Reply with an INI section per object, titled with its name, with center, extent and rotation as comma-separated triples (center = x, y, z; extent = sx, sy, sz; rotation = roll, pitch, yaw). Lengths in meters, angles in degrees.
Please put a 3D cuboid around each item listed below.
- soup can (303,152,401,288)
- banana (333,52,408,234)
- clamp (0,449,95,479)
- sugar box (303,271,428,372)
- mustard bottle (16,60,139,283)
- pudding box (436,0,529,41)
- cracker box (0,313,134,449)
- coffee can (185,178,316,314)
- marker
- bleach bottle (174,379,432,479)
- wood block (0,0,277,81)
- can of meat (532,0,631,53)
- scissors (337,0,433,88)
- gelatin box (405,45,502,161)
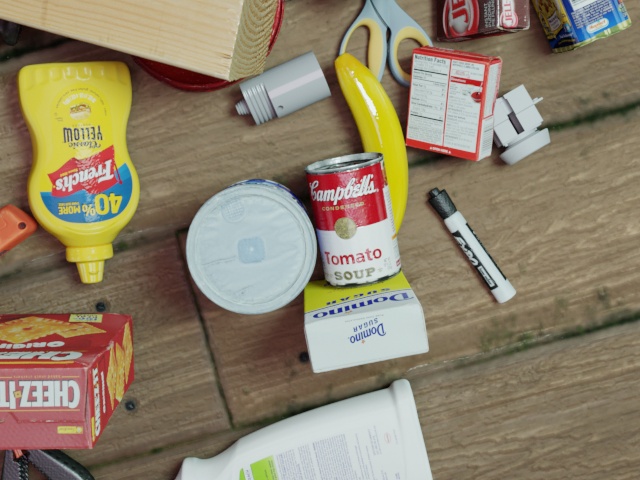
[soup can]
center = 0.028, -0.018, 0.904
extent = 0.068, 0.068, 0.102
rotation = -10, 102, 0
[banana]
center = 0.044, -0.065, 0.941
extent = 0.069, 0.037, 0.198
rotation = -1, 102, -12
[clamp]
center = -0.224, 0.269, 0.975
extent = 0.164, 0.036, 0.210
rotation = -17, 95, 1
[sugar box]
center = 0.033, 0.061, 0.891
extent = 0.093, 0.176, 0.048
rotation = -11, 96, 0
[mustard bottle]
center = -0.208, -0.058, 0.933
extent = 0.096, 0.058, 0.191
rotation = -6, 97, -20
[pudding box]
center = 0.136, -0.230, 0.908
extent = 0.039, 0.090, 0.113
rotation = -3, 94, -28
[cracker box]
center = -0.248, 0.109, 0.871
extent = 0.164, 0.213, 0.072
rotation = -1, 95, -1
[coffee can]
center = -0.056, 0.001, 0.902
extent = 0.103, 0.140, 0.103
rotation = 0, 95, -1
[marker]
center = 0.136, 0.003, 0.967
extent = 0.020, 0.020, 0.121
rotation = -35, 95, 2
[bleach bottle]
center = -0.031, 0.202, 0.961
extent = 0.251, 0.068, 0.102
rotation = -13, 95, 2
[wood block]
center = -0.144, -0.197, 0.835
extent = 0.206, 0.090, 0.091
rotation = 17, 107, 11
[can of meat]
center = 0.215, -0.209, 0.909
extent = 0.057, 0.102, 0.084
rotation = -25, 97, 1
[scissors]
center = 0.068, -0.222, 0.946
extent = 0.096, 0.016, 0.202
rotation = 13, 96, -4
[gelatin box]
center = 0.114, -0.120, 0.924
extent = 0.073, 0.030, 0.089
rotation = 16, 113, 31
